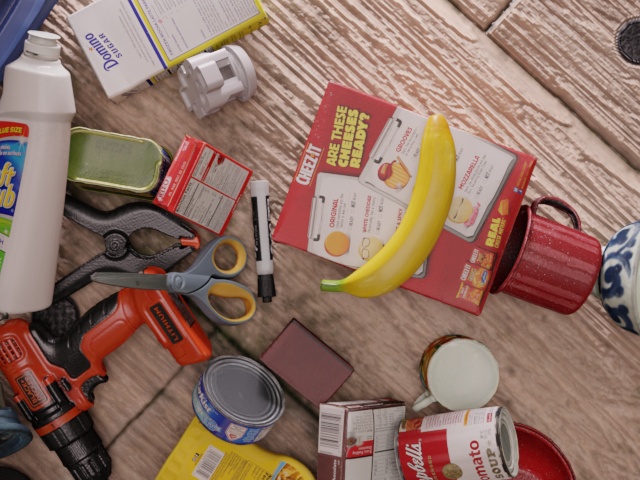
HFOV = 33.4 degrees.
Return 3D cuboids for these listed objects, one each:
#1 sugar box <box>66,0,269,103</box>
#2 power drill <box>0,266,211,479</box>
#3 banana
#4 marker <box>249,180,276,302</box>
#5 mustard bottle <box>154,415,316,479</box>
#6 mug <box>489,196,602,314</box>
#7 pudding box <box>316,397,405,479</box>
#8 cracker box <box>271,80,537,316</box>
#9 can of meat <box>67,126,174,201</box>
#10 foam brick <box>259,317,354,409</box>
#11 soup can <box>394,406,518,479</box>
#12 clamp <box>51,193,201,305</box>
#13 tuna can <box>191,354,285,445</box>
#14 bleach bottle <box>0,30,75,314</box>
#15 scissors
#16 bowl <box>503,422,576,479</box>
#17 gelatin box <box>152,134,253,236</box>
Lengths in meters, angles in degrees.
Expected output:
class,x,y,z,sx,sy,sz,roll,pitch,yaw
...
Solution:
class,x,y,z,sx,sy,sz,roll,pitch,yaw
sugar box,-0.148,-0.216,1.048,0.176,0.048,0.093,-27,90,2
power drill,-0.201,0.126,1.023,0.187,0.057,0.184,-31,98,4
banana,0.080,-0.019,0.982,0.069,0.037,0.198,34,89,0
marker,-0.057,0.001,1.058,0.020,0.020,0.121,-4,89,-2
mustard bottle,-0.058,0.247,1.034,0.191,0.058,0.096,33,79,-1
mug,0.221,0.012,1.038,0.081,0.093,0.117,21,64,-6
pudding box,0.040,0.211,1.025,0.089,0.039,0.113,4,90,-46
cracker box,0.080,-0.039,1.038,0.213,0.072,0.164,20,88,0
can of meat,-0.196,-0.073,1.024,0.102,0.084,0.057,9,89,-1
foam brick,-0.013,0.119,1.041,0.078,0.053,0.051,39,88,0
soup can,0.129,0.196,1.004,0.102,0.068,0.068,-12,89,22
clamp,-0.206,-0.007,1.041,0.171,0.039,0.120,-11,108,-4
tuna can,-0.079,0.153,1.022,0.086,0.086,0.034,32,124,-1
bleach bottle,-0.272,-0.065,0.969,0.103,0.067,0.251,26,112,37
scissors,-0.129,0.023,0.996,0.016,0.201,0.096,-10,64,38
bowl,0.180,0.261,1.043,0.162,0.055,0.162,0,89,-1
gelatin box,-0.112,-0.052,1.025,0.030,0.089,0.073,24,88,33
